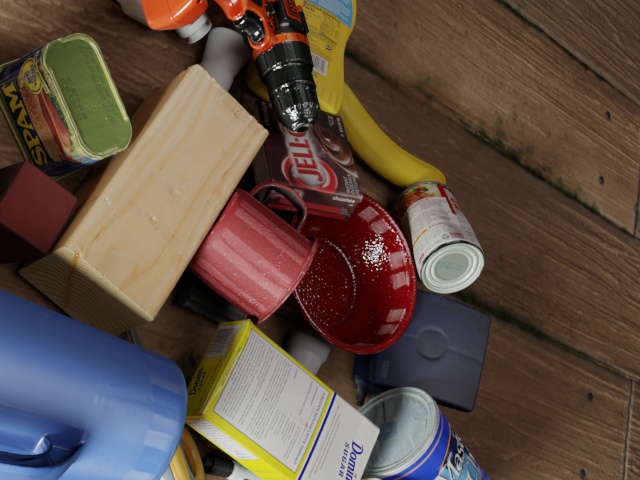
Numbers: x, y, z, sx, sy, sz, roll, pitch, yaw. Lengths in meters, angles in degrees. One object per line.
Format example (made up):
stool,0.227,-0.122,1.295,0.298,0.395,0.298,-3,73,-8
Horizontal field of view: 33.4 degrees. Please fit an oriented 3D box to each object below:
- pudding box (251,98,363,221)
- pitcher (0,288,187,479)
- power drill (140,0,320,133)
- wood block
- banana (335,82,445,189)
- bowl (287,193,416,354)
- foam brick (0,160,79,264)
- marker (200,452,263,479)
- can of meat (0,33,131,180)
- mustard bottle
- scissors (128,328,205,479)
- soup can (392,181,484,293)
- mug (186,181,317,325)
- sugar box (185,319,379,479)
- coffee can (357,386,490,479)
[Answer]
pudding box,-0.017,-0.074,0.983,0.089,0.039,0.113,10,43,-24
pitcher,-0.215,0.106,0.733,0.242,0.145,0.149,24,61,-31
power drill,-0.075,-0.190,0.902,0.187,0.057,0.184,16,52,-58
wood block,-0.139,-0.033,0.866,0.090,0.091,0.206,43,53,-21
banana,0.064,-0.103,1.106,0.197,0.037,0.069,45,56,-26
bowl,0.016,0.033,1.020,0.161,0.055,0.162,14,67,-36
foam brick,-0.231,-0.020,0.802,0.051,0.078,0.053,42,57,-30
marker,-0.057,0.212,0.954,0.121,0.020,0.020,27,65,-35
can of meat,-0.202,-0.104,0.839,0.057,0.084,0.102,-31,103,-40
mustard bottle,-0.011,-0.220,1.047,0.096,0.058,0.191,22,68,-31
scissors,-0.134,0.128,0.895,0.096,0.016,0.202,55,16,-66
soup can,0.119,-0.004,1.085,0.068,0.069,0.102,30,25,-34
mug,-0.056,0.001,0.894,0.081,0.093,0.117,38,71,-14
sugar box,-0.032,0.153,0.898,0.176,0.048,0.093,45,55,-30
coffee can,0.096,0.224,1.021,0.140,0.103,0.102,54,52,-30
